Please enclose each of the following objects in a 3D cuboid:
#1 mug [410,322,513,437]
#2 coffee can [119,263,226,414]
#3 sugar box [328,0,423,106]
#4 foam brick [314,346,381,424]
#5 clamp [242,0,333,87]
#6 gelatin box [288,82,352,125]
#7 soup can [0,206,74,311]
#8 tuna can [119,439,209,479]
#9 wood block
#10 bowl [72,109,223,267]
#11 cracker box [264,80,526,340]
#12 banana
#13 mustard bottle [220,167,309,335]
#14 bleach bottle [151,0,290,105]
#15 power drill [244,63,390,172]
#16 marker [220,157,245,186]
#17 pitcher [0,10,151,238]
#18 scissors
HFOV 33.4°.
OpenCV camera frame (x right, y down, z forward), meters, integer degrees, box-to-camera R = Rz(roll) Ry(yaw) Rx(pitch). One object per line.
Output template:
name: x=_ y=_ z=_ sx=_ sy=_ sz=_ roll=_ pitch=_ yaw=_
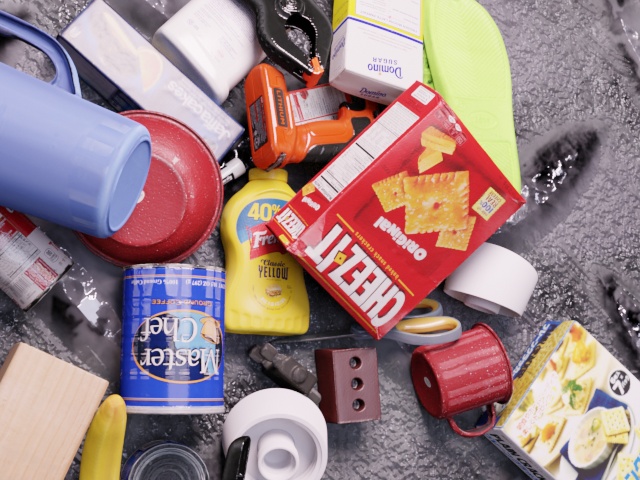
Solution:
mug: x=0.153 y=0.156 z=1.157 sx=0.081 sy=0.093 sz=0.117 roll=-15 pitch=91 yaw=-18
coffee can: x=-0.144 y=0.098 z=1.040 sx=0.102 sy=0.103 sz=0.140 roll=3 pitch=82 yaw=-21
sugar box: x=0.060 y=-0.231 z=1.122 sx=0.093 sy=0.048 sz=0.176 roll=15 pitch=65 yaw=-22
foam brick: x=0.029 y=0.152 z=1.128 sx=0.052 sy=0.051 sz=0.078 roll=-3 pitch=84 yaw=-22
clamp: x=-0.028 y=-0.239 z=1.088 sx=0.120 sy=0.039 sz=0.171 roll=-27 pitch=79 yaw=-18
gelatin box: x=-0.005 y=-0.129 z=1.161 sx=0.089 sy=0.030 sz=0.073 roll=-17 pitch=89 yaw=-26
soup can: x=-0.293 y=0.010 z=1.012 sx=0.102 sy=0.069 sz=0.068 roll=45 pitch=70 yaw=-11
tuna can: x=-0.153 y=0.241 z=1.055 sx=0.086 sy=0.034 sz=0.086 roll=3 pitch=82 yaw=-21
wood block: x=-0.284 y=0.206 z=0.978 sx=0.090 sy=0.091 sz=0.206 roll=28 pitch=74 yaw=-16
bowl: x=-0.175 y=-0.044 z=1.039 sx=0.162 sy=0.055 sz=0.162 roll=-1 pitch=101 yaw=-4
cracker box: x=0.079 y=-0.027 z=1.078 sx=0.214 sy=0.072 sz=0.164 roll=-44 pitch=122 yaw=1
banana: x=-0.204 y=0.236 z=1.010 sx=0.037 sy=0.070 sz=0.198 roll=-3 pitch=98 yaw=-38
mustard bottle: x=-0.057 y=0.001 z=1.110 sx=0.096 sy=0.058 sz=0.191 roll=5 pitch=81 yaw=-24
bleach bottle: x=-0.058 y=-0.254 z=1.141 sx=0.250 sy=0.068 sz=0.102 roll=-44 pitch=98 yaw=-22
power drill: x=0.017 y=-0.139 z=1.120 sx=0.187 sy=0.057 sz=0.184 roll=0 pitch=73 yaw=-25
marker: x=-0.130 y=-0.048 z=1.108 sx=0.121 sy=0.020 sz=0.020 roll=-35 pitch=96 yaw=-21
pitcher: x=-0.276 y=-0.102 z=0.954 sx=0.243 sy=0.149 sz=0.144 roll=21 pitch=36 yaw=5
scissors: x=0.051 y=0.089 z=1.155 sx=0.202 sy=0.096 sz=0.016 roll=0 pitch=114 yaw=6
